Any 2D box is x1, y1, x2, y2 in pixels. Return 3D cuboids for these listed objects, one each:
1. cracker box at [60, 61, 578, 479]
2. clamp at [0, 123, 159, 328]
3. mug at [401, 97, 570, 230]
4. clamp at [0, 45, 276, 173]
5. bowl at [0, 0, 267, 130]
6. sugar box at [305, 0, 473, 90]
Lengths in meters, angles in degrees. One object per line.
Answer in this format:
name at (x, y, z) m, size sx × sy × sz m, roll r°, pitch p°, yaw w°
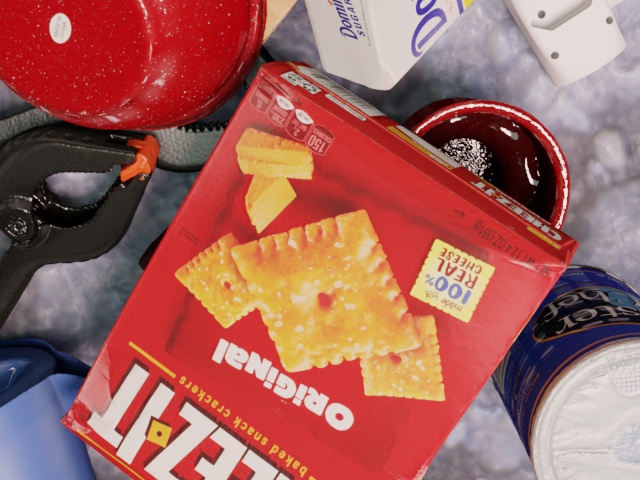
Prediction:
cracker box at (-0.006, 0.046, 0.514) m, size 0.164 × 0.072 × 0.214 m, roll 35°, pitch 107°, yaw 11°
clamp at (-0.160, -0.006, 0.582) m, size 0.172 × 0.039 × 0.120 m, roll -14°, pitch 124°, yaw 14°
mug at (0.066, -0.029, 0.571) m, size 0.117 × 0.081 × 0.093 m, roll -15°, pitch 103°, yaw 3°
clamp at (-0.102, -0.103, 0.575) m, size 0.210 × 0.036 × 0.165 m, roll 11°, pitch 104°, yaw 1°
bowl at (-0.109, -0.110, 0.489) m, size 0.162 × 0.055 × 0.162 m, roll 10°, pitch 127°, yaw 13°
sugar box at (0.061, -0.160, 0.495) m, size 0.048 × 0.093 × 0.176 m, roll 24°, pitch 62°, yaw 30°
